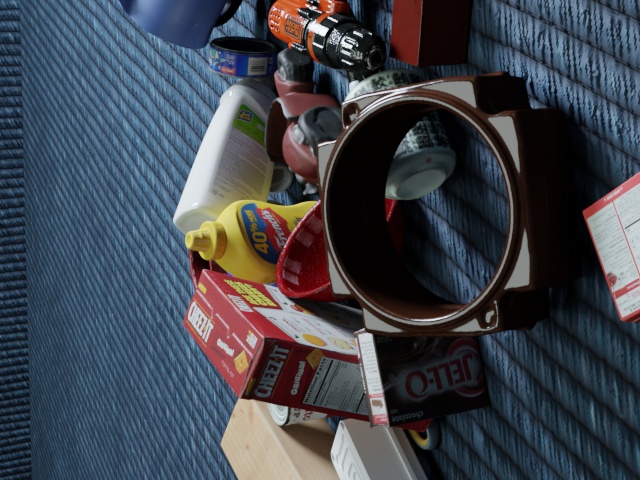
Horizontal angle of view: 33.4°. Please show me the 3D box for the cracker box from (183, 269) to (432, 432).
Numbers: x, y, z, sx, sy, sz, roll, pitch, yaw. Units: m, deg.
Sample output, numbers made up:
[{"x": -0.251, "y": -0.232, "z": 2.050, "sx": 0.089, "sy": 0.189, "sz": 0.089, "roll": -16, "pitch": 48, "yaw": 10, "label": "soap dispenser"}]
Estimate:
[{"x": -0.007, "y": 0.109, "z": 1.041, "sx": 0.164, "sy": 0.213, "sz": 0.072, "roll": 38, "pitch": 110, "yaw": 57, "label": "cracker box"}]

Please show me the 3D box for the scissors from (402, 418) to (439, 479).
[{"x": 0.076, "y": 0.157, "z": 1.115, "sx": 0.096, "sy": 0.016, "sz": 0.202, "roll": 116, "pitch": 139, "yaw": -50, "label": "scissors"}]

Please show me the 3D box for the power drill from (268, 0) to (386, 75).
[{"x": 0.017, "y": -0.257, "z": 0.991, "sx": 0.185, "sy": 0.057, "sz": 0.188, "roll": 36, "pitch": 119, "yaw": 52, "label": "power drill"}]

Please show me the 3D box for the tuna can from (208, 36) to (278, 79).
[{"x": -0.094, "y": -0.225, "z": 1.309, "sx": 0.086, "sy": 0.086, "sz": 0.034, "roll": -137, "pitch": 47, "yaw": -55, "label": "tuna can"}]

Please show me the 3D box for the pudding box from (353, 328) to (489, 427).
[{"x": 0.091, "y": 0.114, "z": 0.955, "sx": 0.039, "sy": 0.113, "sz": 0.090, "roll": -25, "pitch": 74, "yaw": 62, "label": "pudding box"}]

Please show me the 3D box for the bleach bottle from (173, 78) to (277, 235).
[{"x": -0.092, "y": -0.100, "z": 1.266, "sx": 0.068, "sy": 0.102, "sz": 0.250, "roll": -28, "pitch": 35, "yaw": 42, "label": "bleach bottle"}]

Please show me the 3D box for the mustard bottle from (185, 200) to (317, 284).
[{"x": -0.057, "y": 0.001, "z": 1.151, "sx": 0.058, "sy": 0.191, "sz": 0.096, "roll": -48, "pitch": 52, "yaw": 44, "label": "mustard bottle"}]

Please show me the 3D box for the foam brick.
[{"x": 0.097, "y": -0.196, "z": 0.937, "sx": 0.053, "sy": 0.051, "sz": 0.078, "roll": 39, "pitch": 131, "yaw": 56, "label": "foam brick"}]

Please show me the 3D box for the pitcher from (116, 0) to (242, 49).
[{"x": -0.133, "y": -0.358, "z": 1.263, "sx": 0.243, "sy": 0.145, "sz": 0.149, "roll": -56, "pitch": 12, "yaw": 24, "label": "pitcher"}]

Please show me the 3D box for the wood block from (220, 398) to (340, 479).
[{"x": -0.025, "y": 0.262, "z": 1.187, "sx": 0.206, "sy": 0.090, "sz": 0.090, "roll": 50, "pitch": 124, "yaw": 50, "label": "wood block"}]

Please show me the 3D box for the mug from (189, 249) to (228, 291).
[{"x": -0.122, "y": 0.024, "z": 1.439, "sx": 0.117, "sy": 0.081, "sz": 0.093, "roll": 110, "pitch": 145, "yaw": -45, "label": "mug"}]

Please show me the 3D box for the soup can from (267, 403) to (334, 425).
[{"x": -0.003, "y": 0.165, "z": 1.187, "sx": 0.069, "sy": 0.102, "sz": 0.068, "roll": 174, "pitch": 90, "yaw": -66, "label": "soup can"}]

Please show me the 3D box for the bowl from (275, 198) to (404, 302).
[{"x": 0.031, "y": 0.007, "z": 1.073, "sx": 0.162, "sy": 0.055, "sz": 0.162, "roll": -36, "pitch": 28, "yaw": 22, "label": "bowl"}]
